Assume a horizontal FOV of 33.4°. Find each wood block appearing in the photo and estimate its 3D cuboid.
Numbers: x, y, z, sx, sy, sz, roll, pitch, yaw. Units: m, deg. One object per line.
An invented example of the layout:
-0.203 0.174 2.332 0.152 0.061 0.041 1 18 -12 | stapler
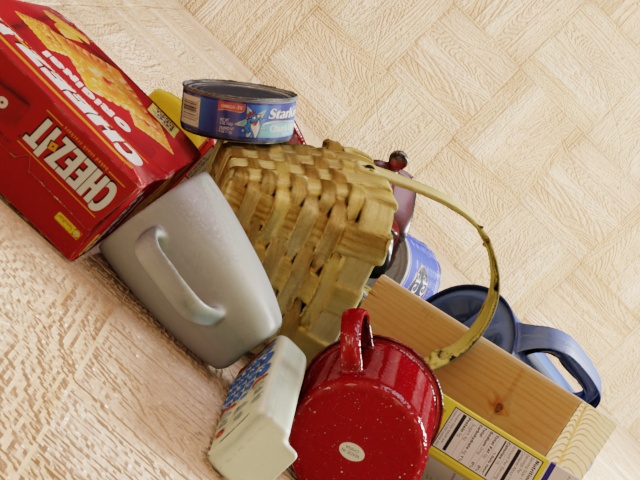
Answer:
0.117 0.122 0.862 0.206 0.091 0.090 33 0 38 | wood block

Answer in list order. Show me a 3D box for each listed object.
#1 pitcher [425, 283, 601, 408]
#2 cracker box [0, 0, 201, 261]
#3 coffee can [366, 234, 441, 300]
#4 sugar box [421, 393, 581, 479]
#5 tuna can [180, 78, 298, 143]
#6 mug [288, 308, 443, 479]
0.194 0.156 1.064 0.242 0.145 0.149 43 -1 -39 | pitcher
-0.171 -0.083 0.700 0.164 0.072 0.213 44 8 -4 | cracker box
0.072 0.033 1.228 0.103 0.103 0.140 48 8 23 | coffee can
0.101 0.149 0.720 0.176 0.048 0.093 29 -19 12 | sugar box
-0.061 -0.096 0.790 0.086 0.034 0.086 7 15 -2 | tuna can
0.025 0.099 0.636 0.081 0.093 0.117 -47 135 -77 | mug
